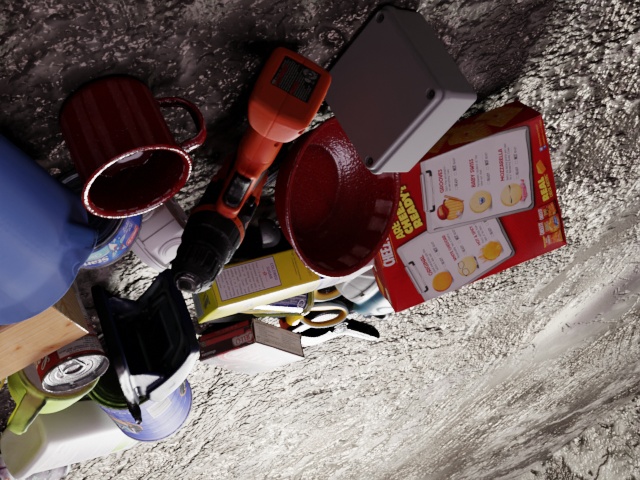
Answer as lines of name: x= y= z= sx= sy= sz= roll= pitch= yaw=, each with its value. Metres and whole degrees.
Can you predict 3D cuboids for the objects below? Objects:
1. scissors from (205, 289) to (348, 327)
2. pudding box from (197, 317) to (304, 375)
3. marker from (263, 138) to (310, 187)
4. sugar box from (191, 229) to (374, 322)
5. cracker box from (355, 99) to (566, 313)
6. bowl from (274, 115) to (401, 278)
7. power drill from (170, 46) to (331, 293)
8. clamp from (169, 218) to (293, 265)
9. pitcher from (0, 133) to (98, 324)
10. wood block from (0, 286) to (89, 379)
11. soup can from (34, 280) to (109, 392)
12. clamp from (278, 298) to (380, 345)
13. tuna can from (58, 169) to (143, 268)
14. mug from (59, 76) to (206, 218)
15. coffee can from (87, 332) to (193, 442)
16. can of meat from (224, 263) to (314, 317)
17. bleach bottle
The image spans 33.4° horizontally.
scissors: x=-0.043 y=0.073 z=1.344 sx=0.201 sy=0.016 sz=0.096 roll=8 pitch=121 yaw=-34
pudding box: x=-0.088 y=0.137 z=1.362 sx=0.090 sy=0.039 sz=0.113 roll=-20 pitch=157 yaw=29
marker: x=-0.062 y=-0.060 z=1.073 sx=0.121 sy=0.020 sz=0.020 roll=-36 pitch=154 yaw=17
sugar box: x=-0.040 y=0.038 z=1.099 sx=0.176 sy=0.048 sz=0.093 roll=-12 pitch=171 yaw=-20
cracker box: x=0.149 y=-0.039 z=1.168 sx=0.213 sy=0.072 sz=0.164 roll=-21 pitch=116 yaw=-7
bowl: x=0.007 y=-0.047 z=1.037 sx=0.161 sy=0.055 sz=0.162 roll=-14 pitch=110 yaw=-44
power drill: x=-0.065 y=-0.061 z=0.924 sx=0.057 sy=0.184 sz=0.188 roll=28 pitch=131 yaw=-8
clamp: x=-0.057 y=0.001 z=1.124 sx=0.165 sy=0.036 sz=0.209 roll=-11 pitch=174 yaw=41
pitcher: x=-0.290 y=-0.038 z=0.782 sx=0.149 sy=0.145 sz=0.242 roll=-39 pitch=151 yaw=-3
wood block: x=-0.336 y=0.085 z=0.993 sx=0.206 sy=0.091 sz=0.090 roll=-28 pitch=155 yaw=1
soup can: x=-0.260 y=0.090 z=1.063 sx=0.068 sy=0.102 sz=0.068 roll=-22 pitch=155 yaw=-11
clamp: x=0.025 y=0.112 z=1.455 sx=0.171 sy=0.039 sz=0.120 roll=-13 pitch=136 yaw=-17
tuna can: x=-0.201 y=-0.021 z=0.932 sx=0.086 sy=0.086 sz=0.033 roll=-29 pitch=153 yaw=2
mug: x=-0.151 y=-0.082 z=0.868 sx=0.117 sy=0.081 sz=0.093 roll=-24 pitch=155 yaw=-8
coffee can: x=-0.214 y=0.171 z=1.263 sx=0.102 sy=0.103 sz=0.140 roll=-25 pitch=155 yaw=-6
can of meat: x=-0.072 y=0.055 z=1.204 sx=0.102 sy=0.057 sz=0.083 roll=-5 pitch=171 yaw=41
bleach bottle: x=-0.281 y=0.246 z=1.389 sx=0.250 sy=0.068 sz=0.103 roll=1 pitch=143 yaw=-49
